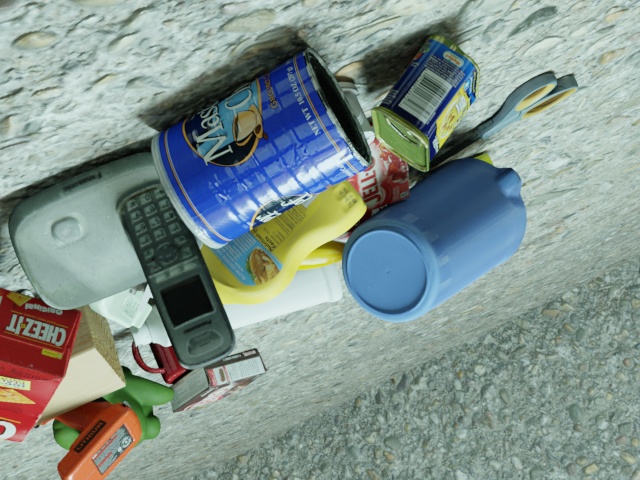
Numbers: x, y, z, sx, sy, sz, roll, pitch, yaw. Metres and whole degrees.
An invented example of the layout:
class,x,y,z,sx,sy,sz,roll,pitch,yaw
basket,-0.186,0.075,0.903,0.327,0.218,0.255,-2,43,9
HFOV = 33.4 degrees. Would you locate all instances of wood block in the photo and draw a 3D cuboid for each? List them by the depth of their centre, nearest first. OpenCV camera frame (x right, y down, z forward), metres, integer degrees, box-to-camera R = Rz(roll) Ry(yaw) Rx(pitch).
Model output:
class,x,y,z,sx,sy,sz,roll,pitch,yaw
wood block,-0.322,0.139,1.114,0.206,0.090,0.091,-24,145,-1

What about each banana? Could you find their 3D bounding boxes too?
class,x,y,z,sx,sy,sz,roll,pitch,yaw
banana,-0.064,0.001,1.052,0.197,0.037,0.070,20,144,-37

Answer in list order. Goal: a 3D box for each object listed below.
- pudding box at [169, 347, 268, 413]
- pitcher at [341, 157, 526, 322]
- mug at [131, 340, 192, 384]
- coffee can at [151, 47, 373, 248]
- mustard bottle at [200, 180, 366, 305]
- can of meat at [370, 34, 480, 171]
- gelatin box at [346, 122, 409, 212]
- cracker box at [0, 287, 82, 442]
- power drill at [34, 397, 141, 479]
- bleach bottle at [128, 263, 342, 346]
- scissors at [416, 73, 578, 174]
class,x,y,z,sx,sy,sz,roll,pitch,yaw
pudding box,-0.134,0.181,1.370,0.089,0.039,0.114,-13,162,-38
pitcher,0.114,0.007,1.141,0.145,0.149,0.242,10,-160,27
mug,-0.188,0.137,1.379,0.117,0.081,0.093,-13,162,-37
coffee can,-0.044,-0.070,0.826,0.140,0.103,0.102,-28,165,13
mustard bottle,-0.056,0.001,0.972,0.191,0.096,0.058,-44,164,0
can of meat,0.092,-0.117,0.912,0.084,0.057,0.102,-53,168,-6
gelatin box,0.049,-0.070,1.044,0.073,0.030,0.089,-19,133,-17
cracker box,-0.314,0.104,0.932,0.164,0.072,0.214,19,149,-16
power drill,-0.303,0.200,1.159,0.184,0.188,0.057,-48,145,-24
bleach bottle,-0.106,0.075,1.289,0.250,0.068,0.103,-19,-166,-14
scissors,0.185,-0.129,1.161,0.202,0.016,0.096,-27,164,12
